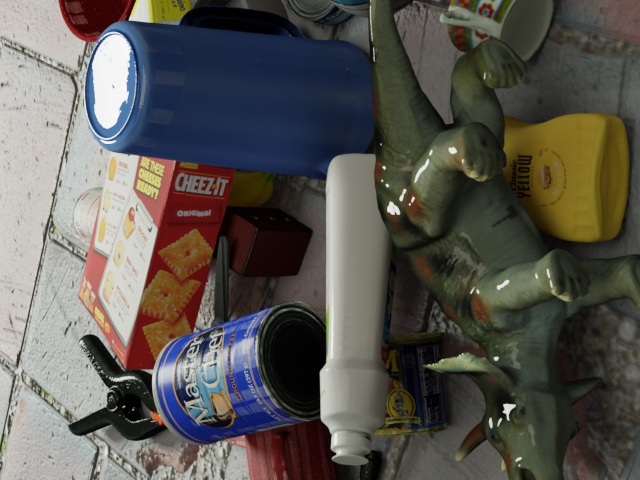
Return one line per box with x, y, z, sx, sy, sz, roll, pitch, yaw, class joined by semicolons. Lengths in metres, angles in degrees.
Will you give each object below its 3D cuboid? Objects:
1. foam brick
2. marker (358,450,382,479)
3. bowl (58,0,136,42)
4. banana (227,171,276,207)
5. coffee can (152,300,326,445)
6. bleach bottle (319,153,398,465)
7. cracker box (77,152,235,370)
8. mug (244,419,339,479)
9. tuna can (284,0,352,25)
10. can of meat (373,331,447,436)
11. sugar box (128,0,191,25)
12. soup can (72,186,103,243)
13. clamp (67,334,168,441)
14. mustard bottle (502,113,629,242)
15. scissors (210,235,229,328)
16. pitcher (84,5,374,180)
-0.057;0.001;1.028;0.053;0.078;0.051;32;110;37;foam brick
0.036;0.249;0.975;0.020;0.020;0.121;21;103;42;marker
-0.233;-0.302;1.213;0.162;0.055;0.162;-1;89;43;bowl
-0.107;-0.077;1.105;0.198;0.037;0.070;27;100;40;banana
-0.065;0.118;0.934;0.141;0.102;0.103;-21;75;41;coffee can
0.031;0.059;0.872;0.068;0.102;0.251;2;64;5;bleach bottle
-0.165;-0.003;1.053;0.164;0.072;0.214;40;117;54;cracker box
-0.028;0.206;0.977;0.093;0.117;0.081;-11;74;9;mug
0.004;-0.246;1.003;0.086;0.033;0.086;-1;89;43;tuna can
0.060;0.125;0.931;0.102;0.057;0.084;-9;85;43;can of meat
-0.169;-0.204;1.111;0.176;0.048;0.093;150;114;-71;sugar box
-0.221;-0.020;1.189;0.102;0.068;0.068;14;99;43;soup can
-0.227;0.170;1.212;0.172;0.039;0.120;0;94;37;clamp
0.146;-0.053;0.850;0.192;0.058;0.096;7;99;44;mustard bottle
-0.084;0.100;1.022;0.096;0.016;0.202;36;127;25;scissors
-0.081;-0.132;0.940;0.149;0.242;0.145;24;107;48;pitcher
